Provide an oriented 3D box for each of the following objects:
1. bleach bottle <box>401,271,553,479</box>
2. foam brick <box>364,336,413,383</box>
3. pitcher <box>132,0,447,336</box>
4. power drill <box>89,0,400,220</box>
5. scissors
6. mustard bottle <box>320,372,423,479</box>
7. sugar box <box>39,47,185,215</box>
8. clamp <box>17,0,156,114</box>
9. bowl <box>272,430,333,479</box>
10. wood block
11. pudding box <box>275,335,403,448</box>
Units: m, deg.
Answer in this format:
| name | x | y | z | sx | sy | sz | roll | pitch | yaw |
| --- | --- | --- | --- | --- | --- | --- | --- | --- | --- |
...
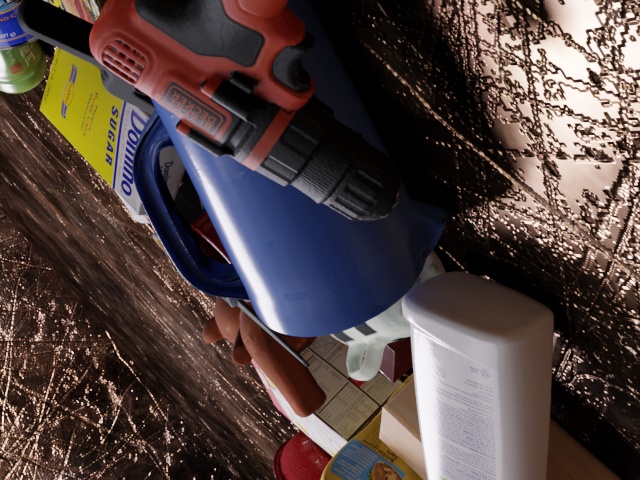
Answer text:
| name | x | y | z | sx | sy | sz | roll | pitch | yaw |
| --- | --- | --- | --- | --- | --- | --- | --- | --- | --- |
| bleach bottle | 0.111 | 0.154 | 0.753 | 0.103 | 0.067 | 0.251 | 23 | 126 | 44 |
| foam brick | 0.060 | 0.074 | 0.889 | 0.053 | 0.051 | 0.078 | 41 | 162 | 20 |
| pitcher | -0.039 | -0.062 | 0.679 | 0.145 | 0.149 | 0.242 | 25 | 149 | 51 |
| power drill | -0.006 | -0.101 | 0.512 | 0.184 | 0.057 | 0.188 | 31 | 137 | -10 |
| scissors | -0.088 | 0.032 | 0.930 | 0.202 | 0.016 | 0.096 | 35 | 159 | 36 |
| mustard bottle | 0.057 | 0.203 | 0.946 | 0.096 | 0.191 | 0.058 | 25 | 153 | 51 |
| sugar box | -0.192 | -0.112 | 0.995 | 0.176 | 0.048 | 0.093 | 45 | 127 | 31 |
| clamp | -0.120 | -0.133 | 0.827 | 0.164 | 0.036 | 0.210 | 7 | 170 | 8 |
| bowl | 0.026 | 0.270 | 1.309 | 0.162 | 0.161 | 0.055 | 36 | 124 | 33 |
| wood block | 0.153 | 0.186 | 0.855 | 0.206 | 0.090 | 0.091 | 42 | 162 | 19 |
| pudding box | 0.020 | 0.150 | 1.090 | 0.114 | 0.090 | 0.039 | 37 | 160 | 29 |
